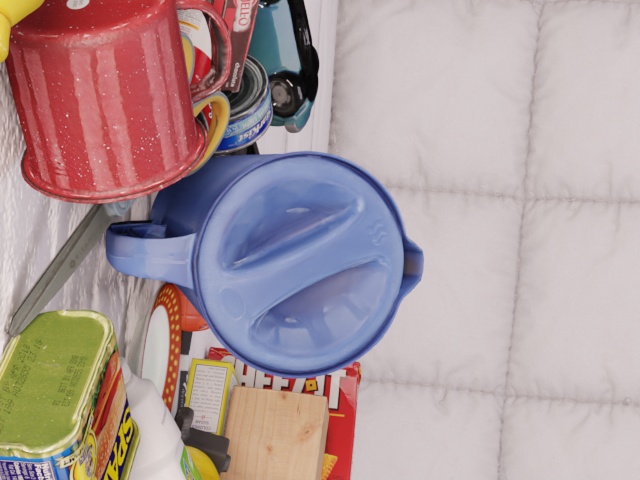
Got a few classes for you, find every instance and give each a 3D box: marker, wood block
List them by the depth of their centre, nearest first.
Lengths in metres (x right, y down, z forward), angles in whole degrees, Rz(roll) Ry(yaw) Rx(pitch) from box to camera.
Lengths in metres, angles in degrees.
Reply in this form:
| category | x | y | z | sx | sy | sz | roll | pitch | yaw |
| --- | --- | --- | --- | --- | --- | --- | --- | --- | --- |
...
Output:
| category | x | y | z | sx | sy | sz | roll | pitch | yaw |
| --- | --- | --- | --- | --- | --- | --- | --- | --- | --- |
| marker | -0.125 | 0.131 | 0.923 | 0.020 | 0.020 | 0.121 | 63 | 32 | -82 |
| wood block | -0.050 | 0.249 | 0.987 | 0.091 | 0.090 | 0.206 | 82 | 15 | -68 |

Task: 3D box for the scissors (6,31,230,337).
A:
| category | x | y | z | sx | sy | sz | roll | pitch | yaw |
| --- | --- | --- | --- | --- | --- | --- | --- | --- | --- |
| scissors | -0.111 | -0.043 | 0.573 | 0.201 | 0.016 | 0.096 | -47 | 138 | -45 |

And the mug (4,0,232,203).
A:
| category | x | y | z | sx | sy | sz | roll | pitch | yaw |
| --- | --- | --- | --- | --- | --- | --- | --- | --- | --- |
| mug | -0.094 | -0.081 | 0.509 | 0.093 | 0.117 | 0.081 | 41 | -35 | 44 |

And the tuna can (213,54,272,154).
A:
| category | x | y | z | sx | sy | sz | roll | pitch | yaw |
| --- | --- | --- | --- | --- | --- | --- | --- | --- | --- |
| tuna can | -0.080 | -0.108 | 0.821 | 0.034 | 0.086 | 0.086 | 87 | 8 | -51 |

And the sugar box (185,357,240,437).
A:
| category | x | y | z | sx | sy | sz | roll | pitch | yaw |
| --- | --- | --- | --- | --- | --- | --- | --- | --- | --- |
| sugar box | -0.113 | 0.210 | 1.010 | 0.093 | 0.048 | 0.176 | 85 | 14 | -64 |

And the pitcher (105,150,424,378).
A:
| category | x | y | z | sx | sy | sz | roll | pitch | yaw |
| --- | --- | --- | --- | --- | --- | --- | --- | --- | --- |
| pitcher | -0.055 | 0.001 | 0.721 | 0.145 | 0.149 | 0.243 | -45 | -162 | -9 |

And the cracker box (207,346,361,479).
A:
| category | x | y | z | sx | sy | sz | roll | pitch | yaw |
| --- | --- | --- | --- | --- | --- | --- | --- | --- | --- |
| cracker box | -0.048 | 0.225 | 1.093 | 0.072 | 0.164 | 0.213 | 90 | 6 | -66 |

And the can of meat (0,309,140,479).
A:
| category | x | y | z | sx | sy | sz | roll | pitch | yaw |
| --- | --- | --- | --- | --- | --- | --- | --- | --- | --- |
| can of meat | -0.131 | 0.096 | 0.536 | 0.102 | 0.057 | 0.084 | -81 | 171 | -52 |
